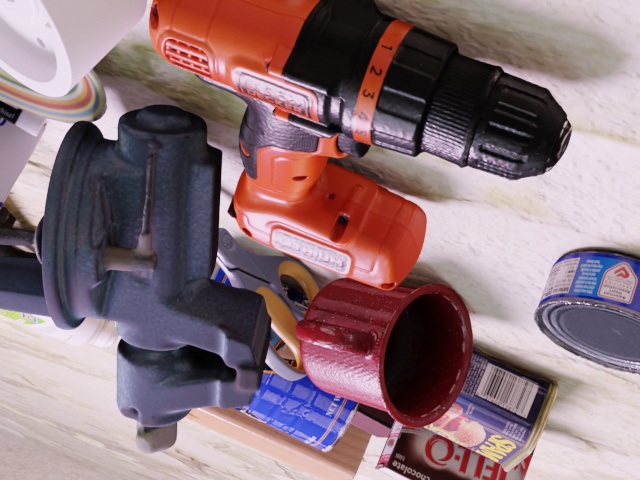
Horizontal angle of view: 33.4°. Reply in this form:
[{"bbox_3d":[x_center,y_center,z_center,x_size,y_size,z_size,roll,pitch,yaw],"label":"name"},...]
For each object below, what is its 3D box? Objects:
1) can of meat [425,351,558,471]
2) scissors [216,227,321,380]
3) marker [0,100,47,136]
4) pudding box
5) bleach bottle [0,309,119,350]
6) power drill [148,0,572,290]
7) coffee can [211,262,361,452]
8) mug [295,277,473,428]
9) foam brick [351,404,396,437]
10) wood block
[{"bbox_3d":[0.119,0.123,0.795,0.084,0.057,0.102,25,159,6],"label":"can of meat"},{"bbox_3d":[-0.055,0.001,0.723,0.016,0.096,0.202,-24,101,32],"label":"scissors"},{"bbox_3d":[-0.230,-0.104,0.678,0.121,0.020,0.020,29,159,-13],"label":"marker"},{"bbox_3d":[0.112,0.167,0.861,0.113,0.090,0.039,26,160,-4],"label":"pudding box"},{"bbox_3d":[-0.322,0.046,1.083,0.250,0.068,0.103,30,159,-21],"label":"bleach bottle"},{"bbox_3d":[0.017,-0.043,0.506,0.184,0.057,0.188,24,157,12],"label":"power drill"},{"bbox_3d":[-0.038,0.083,0.803,0.140,0.102,0.103,26,159,-6],"label":"coffee can"},{"bbox_3d":[0.032,0.067,0.697,0.082,0.093,0.117,10,179,45],"label":"mug"},{"bbox_3d":[0.038,0.127,0.899,0.078,0.051,0.053,30,160,-15],"label":"foam brick"},{"bbox_3d":[-0.053,0.140,0.977,0.206,0.090,0.091,24,160,0],"label":"wood block"}]
